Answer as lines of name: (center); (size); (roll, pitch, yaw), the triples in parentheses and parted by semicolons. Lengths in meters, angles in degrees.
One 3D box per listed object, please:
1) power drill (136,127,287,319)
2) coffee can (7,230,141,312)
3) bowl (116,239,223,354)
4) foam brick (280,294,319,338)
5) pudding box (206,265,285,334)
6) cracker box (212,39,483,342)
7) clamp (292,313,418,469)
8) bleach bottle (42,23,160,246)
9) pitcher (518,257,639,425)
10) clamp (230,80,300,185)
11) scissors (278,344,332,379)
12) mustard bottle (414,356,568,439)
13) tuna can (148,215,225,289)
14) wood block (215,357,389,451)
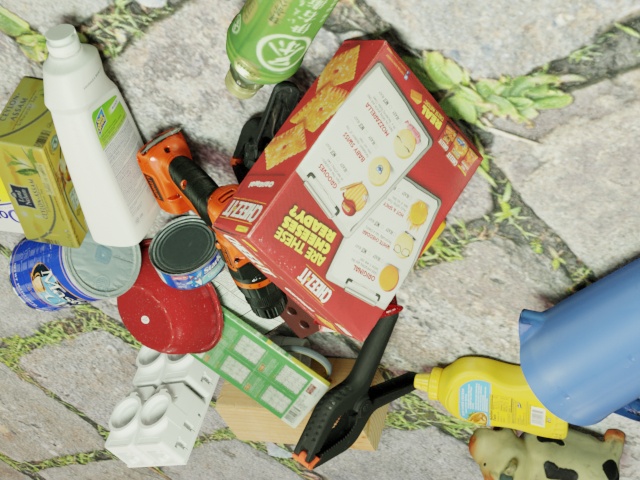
power drill: (-0.107, -0.019, 1.100); (0.188, 0.057, 0.184); (41, 157, 37)
coffee can: (-0.297, 0.028, 1.283); (0.141, 0.102, 0.102); (-14, 134, 46)
bowl: (-0.198, 0.082, 1.307); (0.162, 0.055, 0.162); (21, 129, 29)
foam brick: (-0.021, 0.067, 1.246); (0.078, 0.051, 0.053); (48, 140, -11)
pudding box: (-0.086, 0.063, 1.299); (0.113, 0.039, 0.090); (34, 145, -16)
cracker box: (0.028, -0.045, 0.950); (0.164, 0.213, 0.072); (44, 163, -32)
clamp: (0.043, 0.183, 1.282); (0.036, 0.209, 0.164); (27, 147, 37)
bleach bottle: (-0.227, -0.113, 1.095); (0.068, 0.102, 0.251); (5, 136, 15)
pitcher: (0.330, 0.091, 1.069); (0.149, 0.145, 0.243); (1, 152, -32)
clamp: (-0.053, -0.074, 1.031); (0.039, 0.120, 0.172); (8, 168, -15)
scissors: (-0.082, 0.149, 1.352); (0.202, 0.016, 0.096); (15, 127, 13)
mustard bottle: (0.210, 0.187, 1.309); (0.192, 0.058, 0.096); (7, 133, 17)
tuna can: (-0.151, 0.014, 1.224); (0.086, 0.086, 0.033); (4, 144, 20)
wood block: (-0.023, 0.214, 1.428); (0.206, 0.090, 0.090); (0, 140, 26)
